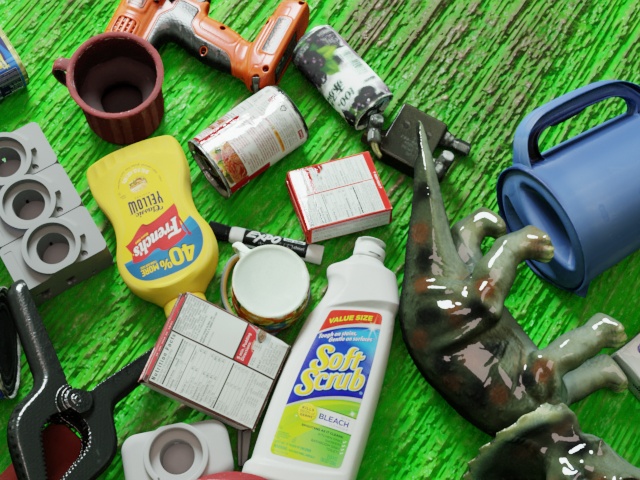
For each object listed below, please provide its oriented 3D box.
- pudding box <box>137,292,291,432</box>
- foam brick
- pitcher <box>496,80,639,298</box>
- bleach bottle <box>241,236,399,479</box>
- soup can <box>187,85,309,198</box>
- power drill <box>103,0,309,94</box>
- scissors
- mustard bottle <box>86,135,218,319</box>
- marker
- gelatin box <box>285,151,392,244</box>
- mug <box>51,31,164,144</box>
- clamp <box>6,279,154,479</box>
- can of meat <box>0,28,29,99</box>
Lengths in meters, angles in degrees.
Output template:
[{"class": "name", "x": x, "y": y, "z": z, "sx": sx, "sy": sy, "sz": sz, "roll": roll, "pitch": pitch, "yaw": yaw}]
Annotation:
[{"class": "pudding box", "x": -0.094, "y": 0.110, "z": 0.962, "sx": 0.113, "sy": 0.039, "sz": 0.090, "roll": 28, "pitch": 75, "yaw": -14}, {"class": "foam brick", "x": -0.240, "y": 0.206, "z": 0.952, "sx": 0.051, "sy": 0.053, "sz": 0.078, "roll": 40, "pitch": 74, "yaw": 10}, {"class": "pitcher", "x": 0.297, "y": -0.071, "z": 1.021, "sx": 0.242, "sy": 0.149, "sz": 0.145, "roll": -29, "pitch": 64, "yaw": -15}, {"class": "bleach bottle", "x": 0.010, "y": 0.112, "z": 0.988, "sx": 0.102, "sy": 0.068, "sz": 0.250, "roll": 15, "pitch": 69, "yaw": 2}, {"class": "soup can", "x": -0.071, "y": -0.098, "z": 1.051, "sx": 0.102, "sy": 0.068, "sz": 0.068, "roll": -37, "pitch": 77, "yaw": -13}, {"class": "power drill", "x": -0.109, "y": -0.241, "z": 1.104, "sx": 0.188, "sy": 0.057, "sz": 0.184, "roll": 23, "pitch": 76, "yaw": 8}, {"class": "scissors", "x": -0.046, "y": 0.106, "z": 1.011, "sx": 0.096, "sy": 0.016, "sz": 0.202, "roll": -9, "pitch": 72, "yaw": -5}, {"class": "mustard bottle", "x": -0.151, "y": 0.001, "z": 1.019, "sx": 0.096, "sy": 0.058, "sz": 0.192, "roll": -22, "pitch": 74, "yaw": -1}, {"class": "marker", "x": -0.057, "y": 0.001, "z": 1.044, "sx": 0.121, "sy": 0.020, "sz": 0.020, "roll": 13, "pitch": 72, "yaw": 2}, {"class": "gelatin box", "x": 0.017, "y": -0.042, "z": 1.047, "sx": 0.089, "sy": 0.030, "sz": 0.073, "roll": -15, "pitch": 59, "yaw": -9}, {"class": "mug", "x": -0.209, "y": -0.149, "z": 1.055, "sx": 0.117, "sy": 0.081, "sz": 0.093, "roll": 16, "pitch": 72, "yaw": 3}, {"class": "clamp", "x": -0.225, "y": 0.136, "z": 0.929, "sx": 0.164, "sy": 0.036, "sz": 0.210, "roll": 26, "pitch": 51, "yaw": -13}, {"class": "can of meat", "x": -0.353, "y": -0.181, "z": 1.074, "sx": 0.084, "sy": 0.057, "sz": 0.102, "roll": -31, "pitch": 76, "yaw": -14}]
